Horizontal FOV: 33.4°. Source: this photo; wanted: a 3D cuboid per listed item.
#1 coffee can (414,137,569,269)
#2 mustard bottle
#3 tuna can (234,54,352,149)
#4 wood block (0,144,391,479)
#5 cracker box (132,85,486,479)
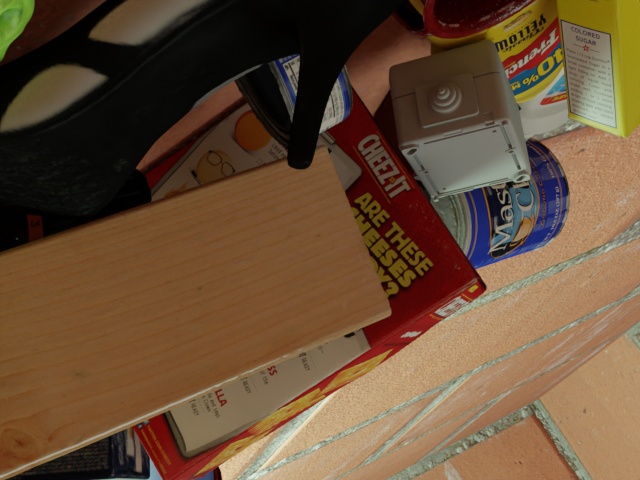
[{"bbox_3d":[0.121,-0.027,0.868,0.140,0.103,0.103,-15,156,-43],"label":"coffee can"},{"bbox_3d":[0.111,-0.129,0.643,0.096,0.058,0.191,-32,160,6],"label":"mustard bottle"},{"bbox_3d":[-0.020,-0.088,0.506,0.033,0.086,0.086,-30,162,-11],"label":"tuna can"},{"bbox_3d":[-0.084,0.035,0.504,0.205,0.091,0.090,-21,178,-24],"label":"wood block"},{"bbox_3d":[-0.035,0.019,0.635,0.214,0.164,0.072,-34,166,8],"label":"cracker box"}]
